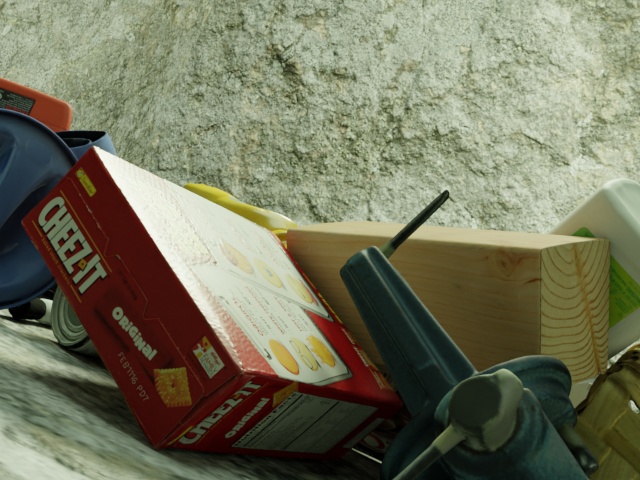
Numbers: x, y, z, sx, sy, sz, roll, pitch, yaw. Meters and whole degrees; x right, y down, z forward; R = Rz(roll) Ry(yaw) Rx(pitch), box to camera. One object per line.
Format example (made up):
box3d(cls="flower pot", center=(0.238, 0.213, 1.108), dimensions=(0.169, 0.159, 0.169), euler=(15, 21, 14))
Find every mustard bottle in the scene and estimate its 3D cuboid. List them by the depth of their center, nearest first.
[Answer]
box3d(cls="mustard bottle", center=(-0.056, 0.001, 0.860), dimensions=(0.096, 0.058, 0.192), euler=(39, -7, -24))

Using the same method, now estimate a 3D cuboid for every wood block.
box3d(cls="wood block", center=(0.081, 0.038, 0.725), dimensions=(0.207, 0.091, 0.090), euler=(5, 7, 41))

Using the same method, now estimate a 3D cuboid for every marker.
box3d(cls="marker", center=(-0.193, 0.056, 0.798), dimensions=(0.020, 0.020, 0.121), euler=(22, -3, 22))

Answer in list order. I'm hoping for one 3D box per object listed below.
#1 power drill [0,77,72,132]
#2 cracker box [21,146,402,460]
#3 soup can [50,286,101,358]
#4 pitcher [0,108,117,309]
box3d(cls="power drill", center=(-0.265, -0.078, 1.012), dimensions=(0.184, 0.057, 0.188), euler=(18, -21, 0))
box3d(cls="cracker box", center=(-0.058, 0.049, 0.642), dimensions=(0.164, 0.072, 0.213), euler=(52, 13, 26))
box3d(cls="soup can", center=(-0.128, 0.055, 0.747), dimensions=(0.102, 0.068, 0.069), euler=(25, -3, -42))
box3d(cls="pitcher", center=(-0.265, -0.038, 0.792), dimensions=(0.149, 0.145, 0.243), euler=(21, -3, -33))
